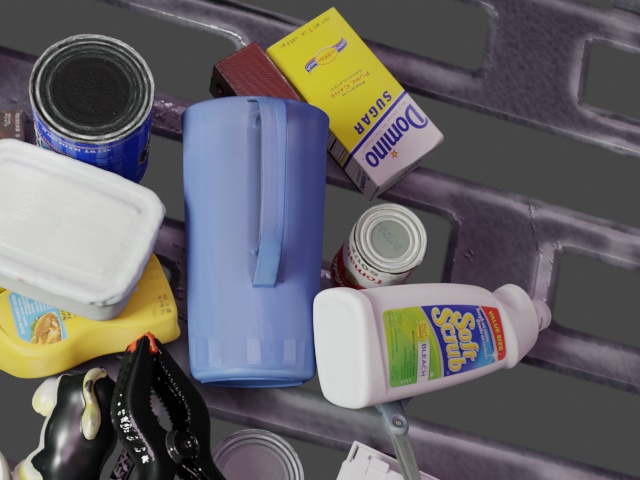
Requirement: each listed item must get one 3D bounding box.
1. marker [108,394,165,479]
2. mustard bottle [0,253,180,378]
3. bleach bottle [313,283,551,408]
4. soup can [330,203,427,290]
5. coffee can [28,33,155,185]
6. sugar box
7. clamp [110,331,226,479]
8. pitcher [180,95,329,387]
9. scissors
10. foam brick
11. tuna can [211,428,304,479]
[{"bbox_3d":[-0.164,0.189,0.907,0.020,0.020,0.121,25,68,-1],"label":"marker"},{"bbox_3d":[-0.223,0.070,0.911,0.191,0.058,0.096,-16,45,-15],"label":"mustard bottle"},{"bbox_3d":[0.111,0.076,0.942,0.250,0.068,0.102,-8,97,-38],"label":"bleach bottle"},{"bbox_3d":[0.052,0.015,0.968,0.068,0.102,0.068,4,70,-10],"label":"soup can"},{"bbox_3d":[-0.200,-0.102,0.942,0.102,0.140,0.103,4,69,-10],"label":"coffee can"},{"bbox_3d":[0.031,-0.135,1.051,0.093,0.048,0.176,-37,79,-21],"label":"sugar box"},{"bbox_3d":[-0.122,0.172,0.834,0.164,0.036,0.210,2,60,-55],"label":"clamp"},{"bbox_3d":[-0.056,0.001,0.921,0.145,0.149,0.243,-8,76,31],"label":"pitcher"},{"bbox_3d":[0.080,0.152,0.930,0.096,0.016,0.202,-11,48,-27],"label":"scissors"},{"bbox_3d":[-0.064,-0.141,1.030,0.051,0.053,0.078,-34,79,-20],"label":"foam brick"},{"bbox_3d":[-0.059,0.207,0.912,0.086,0.034,0.086,4,69,-10],"label":"tuna can"}]
